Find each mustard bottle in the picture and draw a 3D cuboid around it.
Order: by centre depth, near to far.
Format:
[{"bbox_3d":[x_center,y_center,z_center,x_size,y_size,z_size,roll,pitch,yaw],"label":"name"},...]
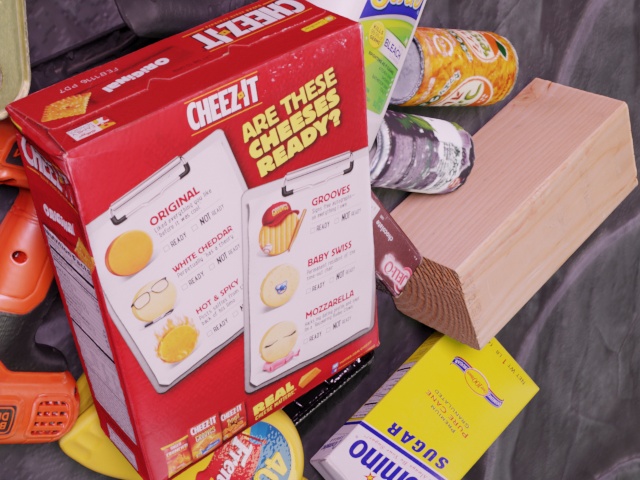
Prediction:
[{"bbox_3d":[-0.068,0.136,0.683,0.191,0.058,0.096,41,89,-29],"label":"mustard bottle"}]

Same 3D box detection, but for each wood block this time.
[{"bbox_3d":[0.147,-0.025,0.833,0.205,0.091,0.090,-42,133,-23],"label":"wood block"}]

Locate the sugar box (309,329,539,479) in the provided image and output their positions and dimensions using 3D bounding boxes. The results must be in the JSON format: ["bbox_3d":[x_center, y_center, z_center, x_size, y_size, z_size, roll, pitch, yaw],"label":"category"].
[{"bbox_3d":[0.085,0.147,0.854,0.093,0.048,0.176,48,66,-4],"label":"sugar box"}]

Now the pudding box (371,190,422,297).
[{"bbox_3d":[0.004,-0.015,0.700,0.039,0.090,0.113,-54,135,-16],"label":"pudding box"}]

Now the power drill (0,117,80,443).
[{"bbox_3d":[-0.191,0.022,0.555,0.184,0.057,0.188,10,103,-48],"label":"power drill"}]

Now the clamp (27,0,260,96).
[{"bbox_3d":[-0.085,-0.115,0.584,0.171,0.120,0.039,-28,100,-53],"label":"clamp"}]

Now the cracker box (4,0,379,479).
[{"bbox_3d":[-0.054,0.001,0.556,0.164,0.072,0.214,-29,133,-28],"label":"cracker box"}]
